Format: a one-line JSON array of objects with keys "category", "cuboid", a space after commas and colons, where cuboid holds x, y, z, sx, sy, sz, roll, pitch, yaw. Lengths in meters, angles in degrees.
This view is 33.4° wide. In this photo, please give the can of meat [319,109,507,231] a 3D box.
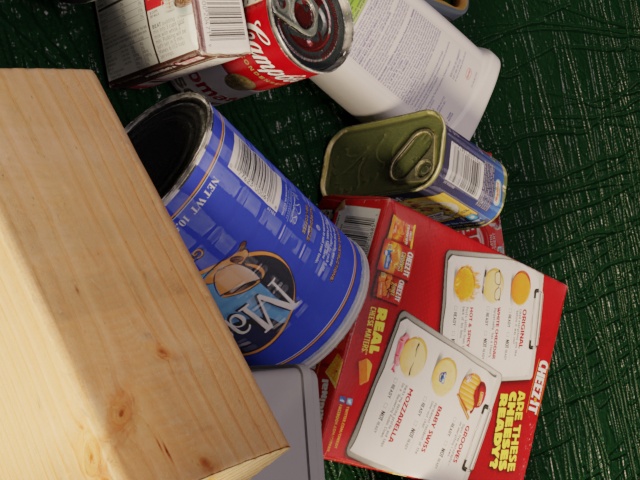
[{"category": "can of meat", "cuboid": [0.066, -0.042, 0.735, 0.083, 0.102, 0.057, 27, 65, -43]}]

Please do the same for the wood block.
[{"category": "wood block", "cuboid": [-0.113, 0.031, 0.480, 0.090, 0.091, 0.206, -10, 64, -48]}]

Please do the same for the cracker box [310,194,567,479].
[{"category": "cracker box", "cuboid": [0.069, 0.078, 0.725, 0.213, 0.072, 0.164, 23, 79, -43]}]

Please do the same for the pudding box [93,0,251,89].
[{"category": "pudding box", "cuboid": [-0.090, -0.148, 0.596, 0.039, 0.090, 0.113, -9, 91, -45]}]

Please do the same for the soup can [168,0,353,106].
[{"category": "soup can", "cuboid": [-0.040, -0.122, 0.634, 0.068, 0.102, 0.068, 10, 76, -45]}]

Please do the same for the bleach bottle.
[{"category": "bleach bottle", "cuboid": [0.017, -0.155, 0.727, 0.250, 0.068, 0.102, 36, 70, -35]}]

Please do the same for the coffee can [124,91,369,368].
[{"category": "coffee can", "cuboid": [-0.054, 0.001, 0.599, 0.140, 0.103, 0.102, 43, 55, -33]}]
